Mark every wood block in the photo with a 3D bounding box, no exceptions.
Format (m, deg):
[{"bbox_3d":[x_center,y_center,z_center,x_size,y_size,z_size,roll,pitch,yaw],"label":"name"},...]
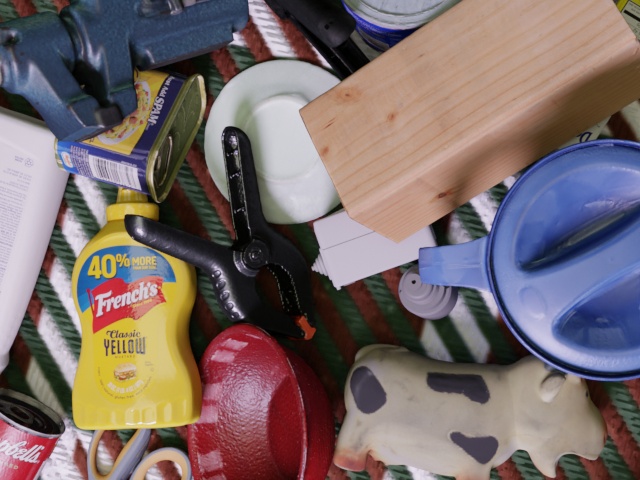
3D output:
[{"bbox_3d":[0.104,-0.094,0.704,0.206,0.090,0.090,-32,66,17],"label":"wood block"}]

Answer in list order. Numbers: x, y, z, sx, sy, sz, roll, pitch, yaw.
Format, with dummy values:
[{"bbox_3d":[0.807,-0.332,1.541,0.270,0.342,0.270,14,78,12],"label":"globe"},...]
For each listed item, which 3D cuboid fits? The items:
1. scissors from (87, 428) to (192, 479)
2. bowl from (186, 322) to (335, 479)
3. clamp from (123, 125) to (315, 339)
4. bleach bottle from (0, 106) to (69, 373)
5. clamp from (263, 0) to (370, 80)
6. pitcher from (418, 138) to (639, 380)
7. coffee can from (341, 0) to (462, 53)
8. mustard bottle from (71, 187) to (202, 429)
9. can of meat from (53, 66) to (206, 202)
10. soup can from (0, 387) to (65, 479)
[{"bbox_3d":[-0.170,0.230,0.857,0.096,0.016,0.202,22,94,6],"label":"scissors"},{"bbox_3d":[-0.037,0.143,0.795,0.055,0.162,0.162,4,92,-36],"label":"bowl"},{"bbox_3d":[-0.055,0.001,0.809,0.171,0.039,0.120,47,71,-24],"label":"clamp"},{"bbox_3d":[-0.276,0.020,0.845,0.102,0.068,0.251,20,95,7],"label":"bleach bottle"},{"bbox_3d":[-0.023,-0.182,0.774,0.036,0.164,0.210,-41,76,2],"label":"clamp"},{"bbox_3d":[0.161,0.009,0.699,0.149,0.242,0.145,41,95,5],"label":"pitcher"},{"bbox_3d":[0.062,-0.190,0.760,0.103,0.140,0.103,0,91,7],"label":"coffee can"},{"bbox_3d":[-0.143,0.048,0.824,0.096,0.058,0.191,-4,83,11],"label":"mustard bottle"},{"bbox_3d":[-0.145,-0.088,0.815,0.084,0.057,0.102,16,62,9],"label":"can of meat"},{"bbox_3d":[-0.255,0.177,0.841,0.068,0.068,0.102,30,95,5],"label":"soup can"}]
